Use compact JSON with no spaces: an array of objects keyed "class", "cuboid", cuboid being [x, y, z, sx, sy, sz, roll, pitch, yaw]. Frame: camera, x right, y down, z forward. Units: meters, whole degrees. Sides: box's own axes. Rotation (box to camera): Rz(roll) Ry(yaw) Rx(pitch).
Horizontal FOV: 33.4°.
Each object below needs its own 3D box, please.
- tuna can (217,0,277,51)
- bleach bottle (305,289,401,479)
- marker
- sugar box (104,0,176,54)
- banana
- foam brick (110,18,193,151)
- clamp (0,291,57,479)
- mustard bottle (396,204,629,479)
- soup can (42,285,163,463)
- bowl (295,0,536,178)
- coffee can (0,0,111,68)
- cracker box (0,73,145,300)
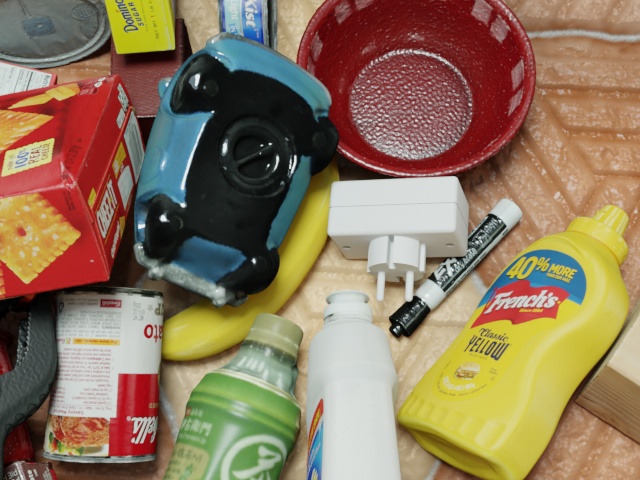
[{"class":"tuna can","cuboid":[-0.050,-0.160,0.743,0.034,0.086,0.086,-1,69,2]},{"class":"bleach bottle","cuboid":[0.019,0.152,0.626,0.068,0.103,0.251,2,63,-7]},{"class":"marker","cuboid":[0.088,0.019,0.708,0.020,0.020,0.121,41,76,15]},{"class":"sugar box","cuboid":[-0.124,-0.216,0.730,0.048,0.093,0.176,-6,44,-2]},{"class":"banana","cuboid":[-0.044,0.016,0.702,0.197,0.037,0.070,-43,75,-14]},{"class":"foam brick","cuboid":[-0.116,-0.107,0.742,0.051,0.053,0.078,-3,70,0]},{"class":"clamp","cuboid":[-0.206,0.085,0.584,0.120,0.039,0.171,31,51,-24]},{"class":"mustard bottle","cuboid":[0.134,0.054,0.657,0.058,0.096,0.191,47,71,-25]},{"class":"soup can","cuboid":[-0.131,0.081,0.650,0.068,0.068,0.102,2,84,2]},{"class":"bowl","cuboid":[0.064,-0.106,0.736,0.162,0.055,0.162,0,69,1]},{"class":"coffee can","cuboid":[-0.207,-0.208,0.756,0.102,0.103,0.140,-12,69,-3]},{"class":"cracker box","cuboid":[-0.223,-0.027,0.635,0.214,0.072,0.164,-9,29,5]}]
